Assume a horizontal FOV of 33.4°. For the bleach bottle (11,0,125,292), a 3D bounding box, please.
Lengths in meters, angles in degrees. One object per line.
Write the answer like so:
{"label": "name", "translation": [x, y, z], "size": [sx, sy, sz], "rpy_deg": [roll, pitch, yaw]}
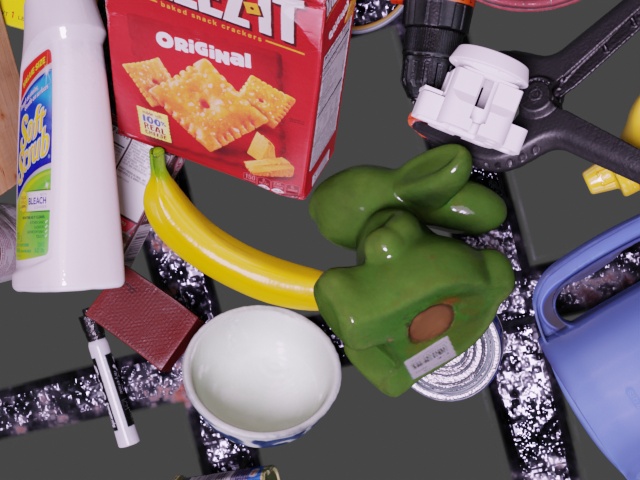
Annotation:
{"label": "bleach bottle", "translation": [-0.197, -0.087, 0.812], "size": [0.103, 0.067, 0.251], "rpy_deg": [-4, 89, 53]}

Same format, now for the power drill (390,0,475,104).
{"label": "power drill", "translation": [0.024, -0.199, 0.788], "size": [0.188, 0.057, 0.184], "rpy_deg": [9, 92, 10]}

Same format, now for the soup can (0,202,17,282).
{"label": "soup can", "translation": [-0.278, 0.005, 0.867], "size": [0.068, 0.102, 0.068], "rpy_deg": [1, 96, 12]}

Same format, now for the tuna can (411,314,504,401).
{"label": "tuna can", "translation": [0.099, 0.081, 0.827], "size": [0.086, 0.033, 0.086], "rpy_deg": [1, 96, 12]}

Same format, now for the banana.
{"label": "banana", "translation": [-0.067, 0.008, 0.841], "size": [0.197, 0.037, 0.070], "rpy_deg": [34, 138, -7]}

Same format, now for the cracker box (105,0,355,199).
{"label": "cracker box", "translation": [-0.066, -0.139, 0.760], "size": [0.164, 0.214, 0.072], "rpy_deg": [21, 55, 9]}

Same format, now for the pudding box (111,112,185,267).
{"label": "pudding box", "translation": [-0.175, -0.043, 0.873], "size": [0.090, 0.039, 0.113], "rpy_deg": [30, 99, 8]}

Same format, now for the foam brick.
{"label": "foam brick", "translation": [-0.140, 0.063, 0.863], "size": [0.078, 0.051, 0.053], "rpy_deg": [36, 83, 7]}

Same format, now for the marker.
{"label": "marker", "translation": [-0.179, 0.114, 0.899], "size": [0.020, 0.020, 0.121], "rpy_deg": [-16, 92, 13]}

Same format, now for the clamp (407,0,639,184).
{"label": "clamp", "translation": [0.166, -0.109, 0.773], "size": [0.210, 0.036, 0.164], "rpy_deg": [0, 72, 30]}
